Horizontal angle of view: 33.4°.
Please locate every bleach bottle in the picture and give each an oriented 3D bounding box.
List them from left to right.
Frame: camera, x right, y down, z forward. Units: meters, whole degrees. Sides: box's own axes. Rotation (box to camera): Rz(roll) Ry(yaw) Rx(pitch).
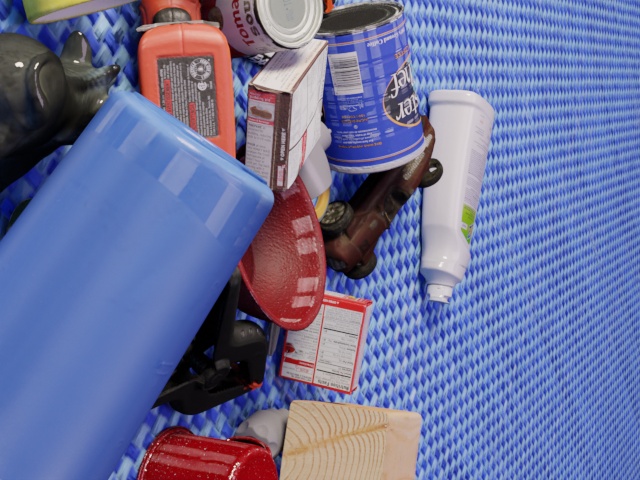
[{"bbox_3d":[0.158,-0.050,1.302,0.102,0.068,0.251,20,77,-60],"label":"bleach bottle"}]

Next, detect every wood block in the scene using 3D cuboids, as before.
[{"bbox_3d":[0.034,0.201,1.012,0.206,0.091,0.090,35,61,-73],"label":"wood block"}]

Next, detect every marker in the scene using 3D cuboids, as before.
[{"bbox_3d":[-0.055,-0.164,0.937,0.121,0.020,0.020,16,78,-61],"label":"marker"}]

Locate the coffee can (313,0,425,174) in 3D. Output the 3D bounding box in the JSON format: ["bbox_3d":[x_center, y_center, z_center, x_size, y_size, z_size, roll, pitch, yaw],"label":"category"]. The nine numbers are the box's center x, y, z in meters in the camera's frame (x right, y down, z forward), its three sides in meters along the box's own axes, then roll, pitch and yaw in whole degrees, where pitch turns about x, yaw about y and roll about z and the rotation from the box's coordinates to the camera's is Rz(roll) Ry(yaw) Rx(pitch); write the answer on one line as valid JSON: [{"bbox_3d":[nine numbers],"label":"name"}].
[{"bbox_3d":[0.041,-0.148,1.029,0.102,0.103,0.140,-47,132,-50],"label":"coffee can"}]

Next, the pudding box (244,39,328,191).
[{"bbox_3d":[-0.027,-0.103,0.851,0.113,0.039,0.090,-65,163,-56],"label":"pudding box"}]

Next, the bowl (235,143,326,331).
[{"bbox_3d":[-0.056,0.001,0.889,0.162,0.055,0.162,41,42,-50],"label":"bowl"}]

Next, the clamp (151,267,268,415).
[{"bbox_3d":[-0.100,0.100,0.821,0.164,0.036,0.210,-42,158,-3],"label":"clamp"}]

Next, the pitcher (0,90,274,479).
[{"bbox_3d":[-0.130,0.045,0.601,0.145,0.149,0.243,34,92,-23],"label":"pitcher"}]

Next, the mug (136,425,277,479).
[{"bbox_3d":[-0.081,0.194,0.854,0.117,0.082,0.093,-37,124,-55],"label":"mug"}]

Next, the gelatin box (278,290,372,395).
[{"bbox_3d":[0.005,0.093,0.998,0.030,0.073,0.089,-20,121,-72],"label":"gelatin box"}]

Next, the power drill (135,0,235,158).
[{"bbox_3d":[-0.096,-0.081,0.737,0.188,0.057,0.184,-136,-140,-74],"label":"power drill"}]

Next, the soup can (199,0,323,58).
[{"bbox_3d":[-0.055,-0.177,0.829,0.068,0.102,0.068,-3,94,-41],"label":"soup can"}]
